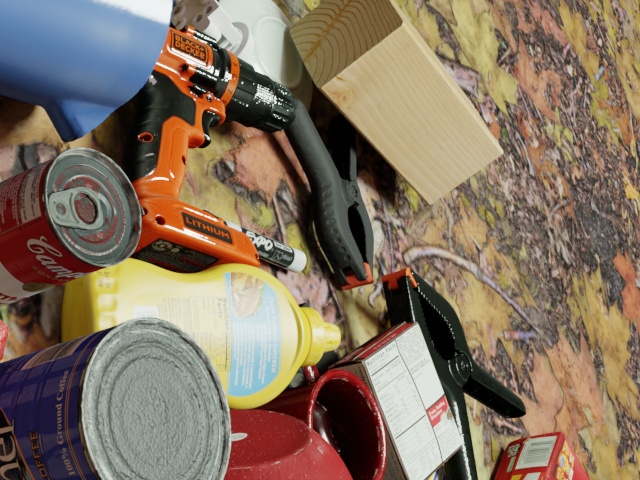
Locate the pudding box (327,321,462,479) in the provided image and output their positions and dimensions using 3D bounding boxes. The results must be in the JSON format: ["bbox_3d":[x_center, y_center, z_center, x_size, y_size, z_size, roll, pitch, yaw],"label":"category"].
[{"bbox_3d":[0.060,0.130,0.831,0.089,0.039,0.113,-26,95,-52],"label":"pudding box"}]

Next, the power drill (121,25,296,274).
[{"bbox_3d":[-0.087,-0.063,0.765,0.184,0.057,0.187,19,54,-38],"label":"power drill"}]

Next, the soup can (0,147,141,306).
[{"bbox_3d":[-0.162,-0.005,0.608,0.068,0.102,0.068,29,52,-45],"label":"soup can"}]

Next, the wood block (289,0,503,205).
[{"bbox_3d":[0.072,-0.133,0.971,0.205,0.091,0.090,41,19,-46],"label":"wood block"}]

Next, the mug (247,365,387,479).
[{"bbox_3d":[-0.015,0.135,0.766,0.093,0.082,0.117,-21,92,-56],"label":"mug"}]

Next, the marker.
[{"bbox_3d":[-0.055,0.001,0.830,0.120,0.020,0.020,24,55,-47],"label":"marker"}]

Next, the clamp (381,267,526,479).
[{"bbox_3d":[0.108,0.122,0.918,0.210,0.036,0.164,57,34,-18],"label":"clamp"}]

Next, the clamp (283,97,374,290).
[{"bbox_3d":[0.008,-0.045,0.923,0.120,0.039,0.171,12,62,-54],"label":"clamp"}]

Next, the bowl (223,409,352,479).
[{"bbox_3d":[-0.050,0.142,0.635,0.161,0.162,0.055,-20,112,-56],"label":"bowl"}]

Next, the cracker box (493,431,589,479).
[{"bbox_3d":[0.234,0.322,1.039,0.213,0.072,0.164,59,36,-18],"label":"cracker box"}]

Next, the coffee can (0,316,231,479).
[{"bbox_3d":[-0.132,0.105,0.561,0.102,0.141,0.103,29,52,-45],"label":"coffee can"}]

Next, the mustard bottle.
[{"bbox_3d":[-0.069,0.063,0.694,0.191,0.058,0.096,4,78,-34],"label":"mustard bottle"}]

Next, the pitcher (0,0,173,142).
[{"bbox_3d":[-0.212,-0.166,0.596,0.242,0.145,0.149,12,33,-49],"label":"pitcher"}]
